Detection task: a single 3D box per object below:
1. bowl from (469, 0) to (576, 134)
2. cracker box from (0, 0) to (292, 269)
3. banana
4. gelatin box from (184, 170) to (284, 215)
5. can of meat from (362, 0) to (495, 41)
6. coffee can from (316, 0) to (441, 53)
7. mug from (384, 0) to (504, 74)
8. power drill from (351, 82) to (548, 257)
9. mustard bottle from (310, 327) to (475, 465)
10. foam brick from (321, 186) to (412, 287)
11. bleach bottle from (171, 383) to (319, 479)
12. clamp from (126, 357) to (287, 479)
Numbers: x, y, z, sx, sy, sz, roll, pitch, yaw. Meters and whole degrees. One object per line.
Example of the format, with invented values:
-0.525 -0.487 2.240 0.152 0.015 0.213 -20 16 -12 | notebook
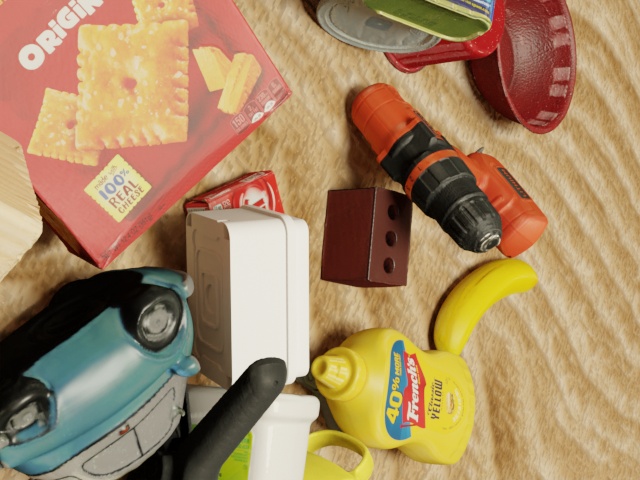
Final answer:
0.194 -0.184 1.057 0.161 0.055 0.162 0 90 -50 | bowl
-0.137 -0.117 0.606 0.164 0.072 0.213 -44 119 -17 | cracker box
0.158 0.058 1.033 0.197 0.037 0.069 -38 135 -42 | banana
-0.055 0.001 0.782 0.073 0.030 0.089 -29 112 -46 | gelatin box
0.083 -0.202 0.778 0.102 0.058 0.084 15 78 -25 | can of meat
0.059 -0.237 0.862 0.102 0.103 0.140 25 71 -47 | coffee can
0.115 -0.196 0.944 0.117 0.082 0.093 9 83 -49 | mug
0.123 -0.043 0.905 0.057 0.184 0.187 -44 146 15 | power drill
0.056 0.122 0.865 0.191 0.058 0.096 26 67 -48 | mustard bottle
0.038 -0.002 0.876 0.052 0.051 0.078 10 82 -49 | foam brick
-0.063 0.226 0.715 0.068 0.103 0.251 16 77 -55 | bleach bottle
-0.094 0.136 0.686 0.036 0.165 0.210 8 107 -34 | clamp
